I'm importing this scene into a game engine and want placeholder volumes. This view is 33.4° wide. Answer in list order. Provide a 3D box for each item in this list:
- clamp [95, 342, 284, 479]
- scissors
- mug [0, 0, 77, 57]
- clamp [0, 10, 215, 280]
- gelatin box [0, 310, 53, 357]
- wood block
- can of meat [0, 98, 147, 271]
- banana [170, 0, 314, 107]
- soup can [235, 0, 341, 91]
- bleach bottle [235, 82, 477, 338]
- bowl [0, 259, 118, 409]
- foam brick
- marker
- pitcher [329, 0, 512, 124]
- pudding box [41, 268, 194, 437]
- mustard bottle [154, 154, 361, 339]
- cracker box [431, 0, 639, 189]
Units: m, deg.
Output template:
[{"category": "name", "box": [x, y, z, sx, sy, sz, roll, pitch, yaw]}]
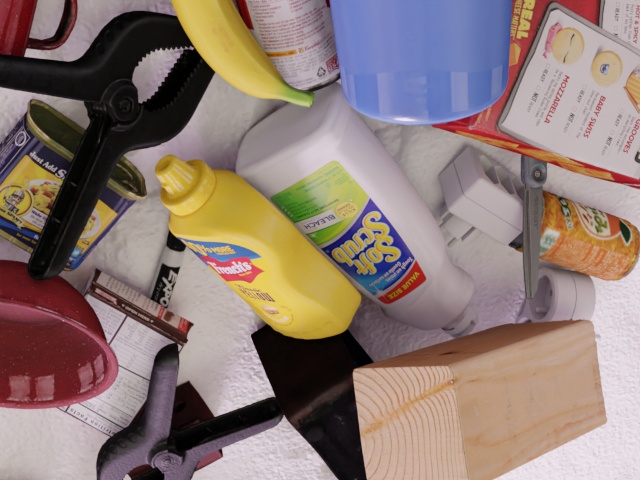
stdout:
[{"category": "clamp", "box": [-0.111, 0.161, 0.840, 0.120, 0.039, 0.172, 27, 115, -22]}, {"category": "scissors", "box": [0.181, -0.063, 0.829, 0.096, 0.016, 0.202, -16, 98, -20]}, {"category": "mug", "box": [-0.211, -0.156, 0.679, 0.117, 0.093, 0.081, 8, 111, -32]}, {"category": "clamp", "box": [-0.144, -0.096, 0.696, 0.209, 0.036, 0.164, -45, 135, -25]}, {"category": "gelatin box", "box": [-0.256, 0.058, 0.814, 0.089, 0.030, 0.073, 37, 105, -28]}, {"category": "wood block", "box": [0.128, 0.121, 0.819, 0.205, 0.091, 0.090, -8, 90, -48]}, {"category": "can of meat", "box": [-0.190, -0.036, 0.764, 0.102, 0.057, 0.084, 36, 106, -28]}, {"category": "banana", "box": [-0.068, -0.169, 0.686, 0.070, 0.037, 0.197, -15, 119, 19]}, {"category": "soup can", "box": [-0.022, -0.159, 0.735, 0.068, 0.068, 0.102, -19, 121, -4]}, {"category": "bleach bottle", "box": [0.050, -0.006, 0.831, 0.103, 0.068, 0.250, -26, 127, 30]}, {"category": "bowl", "box": [-0.220, 0.060, 0.751, 0.162, 0.055, 0.162, 1, 146, 1]}, {"category": "foam brick", "box": [-0.128, 0.165, 0.892, 0.078, 0.053, 0.051, -26, 121, -1]}, {"category": "marker", "box": [-0.123, 0.033, 0.840, 0.020, 0.020, 0.121, 12, 114, -21]}, {"category": "pitcher", "box": [0.046, -0.198, 0.639, 0.144, 0.149, 0.243, -25, 126, -28]}, {"category": "pudding box", "box": [-0.166, 0.092, 0.835, 0.090, 0.039, 0.114, 31, 113, -12]}, {"category": "mustard bottle", "box": [-0.055, 0.001, 0.784, 0.191, 0.096, 0.058, 47, 63, -39]}, {"category": "cracker box", "box": [0.205, -0.133, 0.784, 0.213, 0.072, 0.164, 14, 93, -21]}]
